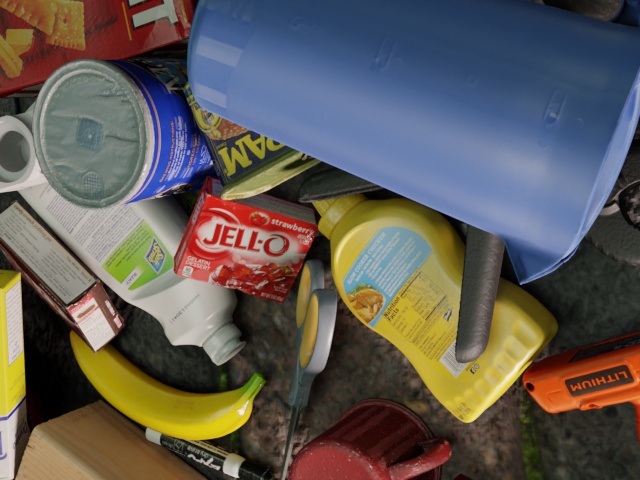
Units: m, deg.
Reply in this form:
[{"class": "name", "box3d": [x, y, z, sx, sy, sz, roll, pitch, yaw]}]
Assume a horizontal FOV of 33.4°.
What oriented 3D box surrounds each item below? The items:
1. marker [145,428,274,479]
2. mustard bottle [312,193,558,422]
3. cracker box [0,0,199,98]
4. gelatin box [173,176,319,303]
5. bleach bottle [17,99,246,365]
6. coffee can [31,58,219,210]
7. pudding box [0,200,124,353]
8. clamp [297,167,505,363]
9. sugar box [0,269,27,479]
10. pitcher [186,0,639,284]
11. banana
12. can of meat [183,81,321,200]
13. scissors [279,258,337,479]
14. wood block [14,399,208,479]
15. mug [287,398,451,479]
[{"class": "marker", "box3d": [-0.090, 0.176, 0.876, 0.121, 0.020, 0.020, 17, 107, 25]}, {"class": "mustard bottle", "box3d": [0.064, 0.028, 0.739, 0.192, 0.058, 0.096, 44, 124, 15]}, {"class": "cracker box", "box3d": [-0.179, -0.211, 0.825, 0.214, 0.072, 0.164, -9, 95, 29]}, {"class": "gelatin box", "box3d": [-0.055, 0.001, 0.787, 0.089, 0.030, 0.073, 16, 118, -17]}, {"class": "bleach bottle", "box3d": [-0.153, -0.001, 0.855, 0.251, 0.068, 0.103, 50, 117, 10]}, {"class": "coffee can", "box3d": [-0.123, -0.081, 0.777, 0.103, 0.140, 0.103, 6, 102, 28]}, {"class": "pudding box", "box3d": [-0.217, 0.030, 0.877, 0.114, 0.090, 0.039, 38, 71, 22]}, {"class": "clamp", "box3d": [0.091, -0.050, 0.678, 0.165, 0.036, 0.210, 38, 105, 17]}, {"class": "sugar box", "box3d": [-0.292, 0.109, 0.871, 0.093, 0.048, 0.176, 5, 108, 6]}, {"class": "pitcher", "box3d": [0.057, -0.097, 0.598, 0.243, 0.149, 0.145, 21, 136, 14]}, {"class": "banana", "box3d": [-0.131, 0.123, 0.882, 0.198, 0.037, 0.069, 10, 83, 26]}, {"class": "can of meat", "box3d": [-0.035, -0.086, 0.715, 0.102, 0.057, 0.084, -26, 83, 30]}, {"class": "scissors", "box3d": [-0.015, 0.096, 0.813, 0.016, 0.096, 0.202, 5, 136, -11]}, {"class": "wood block", "box3d": [-0.146, 0.232, 0.877, 0.206, 0.090, 0.091, 32, 112, 21]}, {"class": "mug", "box3d": [0.039, 0.167, 0.765, 0.117, 0.081, 0.093, -20, 89, 31]}]
